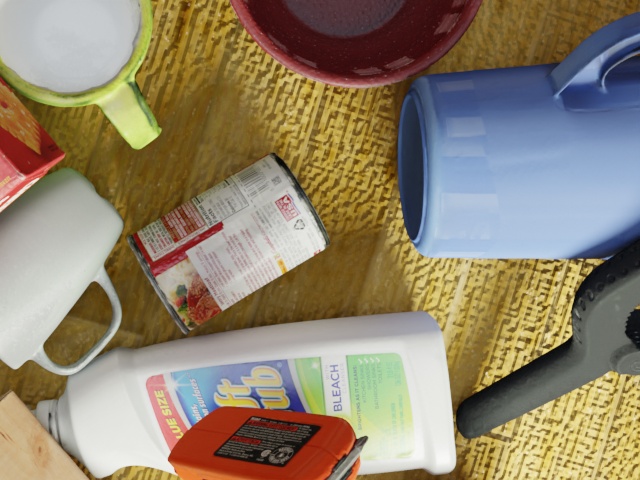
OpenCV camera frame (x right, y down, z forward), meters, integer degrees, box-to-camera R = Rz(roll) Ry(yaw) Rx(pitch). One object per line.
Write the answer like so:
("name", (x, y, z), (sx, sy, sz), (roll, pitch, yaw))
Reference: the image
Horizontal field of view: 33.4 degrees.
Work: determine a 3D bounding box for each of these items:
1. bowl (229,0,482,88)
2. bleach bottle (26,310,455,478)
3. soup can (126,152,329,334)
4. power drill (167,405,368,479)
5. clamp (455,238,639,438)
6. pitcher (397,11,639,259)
("bowl", (0.018, -0.170, 0.640), (0.162, 0.055, 0.162), (0, 93, -7))
("bleach bottle", (-0.049, 0.106, 0.647), (0.250, 0.068, 0.102), (-7, 97, -5))
("soup can", (-0.054, 0.001, 0.635), (0.102, 0.068, 0.068), (-31, 97, -5))
("power drill", (-0.014, 0.183, 0.596), (0.057, 0.185, 0.187), (-44, 121, -43))
("clamp", (0.195, 0.066, 0.640), (0.164, 0.036, 0.210), (13, 132, -14))
("pitcher", (0.173, -0.056, 0.630), (0.242, 0.145, 0.149), (-3, 93, -5))
